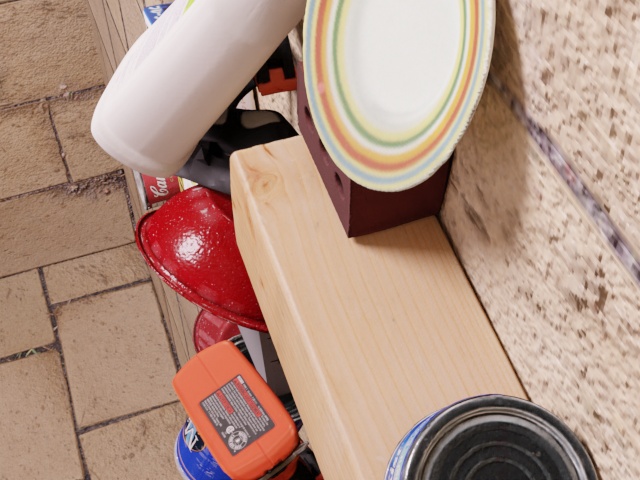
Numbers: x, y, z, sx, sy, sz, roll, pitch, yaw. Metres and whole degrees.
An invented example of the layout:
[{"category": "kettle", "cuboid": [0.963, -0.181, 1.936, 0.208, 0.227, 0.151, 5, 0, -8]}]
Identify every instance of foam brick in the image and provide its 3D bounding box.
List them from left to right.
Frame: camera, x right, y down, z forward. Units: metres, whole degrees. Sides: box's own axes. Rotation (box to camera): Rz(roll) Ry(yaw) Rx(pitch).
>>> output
[{"category": "foam brick", "cuboid": [0.025, -0.050, 0.526, 0.053, 0.051, 0.078, 92, 159, -56]}]

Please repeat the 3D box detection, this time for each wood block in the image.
[{"category": "wood block", "cuboid": [0.027, 0.048, 0.547, 0.090, 0.090, 0.206, 92, 158, -56]}]

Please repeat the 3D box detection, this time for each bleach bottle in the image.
[{"category": "bleach bottle", "cuboid": [-0.051, -0.122, 0.595, 0.251, 0.068, 0.102, -30, 34, 58]}]

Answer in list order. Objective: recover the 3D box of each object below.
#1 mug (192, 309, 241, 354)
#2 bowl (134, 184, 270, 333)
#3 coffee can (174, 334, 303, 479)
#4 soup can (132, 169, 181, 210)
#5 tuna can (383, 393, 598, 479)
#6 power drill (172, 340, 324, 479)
[{"category": "mug", "cuboid": [-0.074, 0.091, 1.098, 0.117, 0.093, 0.082, -71, 19, -1]}, {"category": "bowl", "cuboid": [-0.055, 0.001, 0.806, 0.055, 0.161, 0.162, -62, 32, 22]}, {"category": "coffee can", "cuboid": [-0.072, 0.170, 1.014, 0.140, 0.102, 0.103, -62, 40, 41]}, {"category": "soup can", "cuboid": [-0.148, -0.078, 1.151, 0.068, 0.102, 0.068, 165, 90, -78]}, {"category": "tuna can", "cuboid": [0.070, 0.107, 0.438, 0.034, 0.086, 0.086, 118, 135, -71]}, {"category": "power drill", "cuboid": [-0.040, 0.151, 0.789, 0.185, 0.057, 0.187, 46, 171, 38]}]
